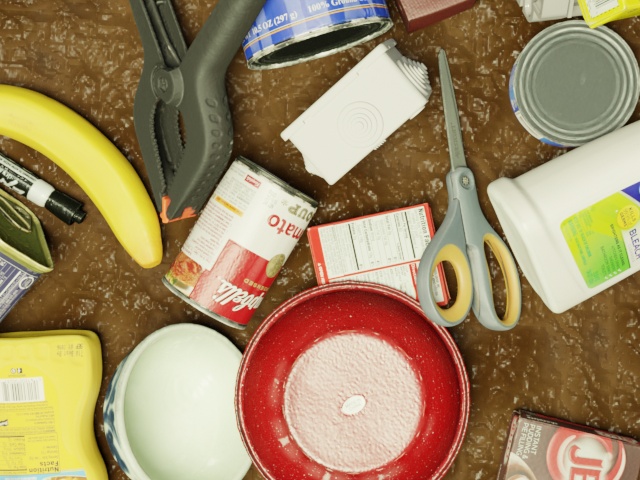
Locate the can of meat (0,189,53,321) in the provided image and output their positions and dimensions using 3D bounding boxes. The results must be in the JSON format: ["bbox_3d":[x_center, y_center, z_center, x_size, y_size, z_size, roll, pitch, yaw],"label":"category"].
[{"bbox_3d":[-0.237,0.018,0.734,0.084,0.102,0.057,-48,124,6],"label":"can of meat"}]

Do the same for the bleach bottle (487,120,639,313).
[{"bbox_3d":[0.244,-0.051,0.715,0.251,0.068,0.102,-29,124,2],"label":"bleach bottle"}]

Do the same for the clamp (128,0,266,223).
[{"bbox_3d":[-0.085,-0.110,0.712,0.165,0.036,0.210,20,116,44],"label":"clamp"}]

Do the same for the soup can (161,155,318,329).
[{"bbox_3d":[-0.055,0.001,0.739,0.068,0.068,0.102,32,93,1],"label":"soup can"}]

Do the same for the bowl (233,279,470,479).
[{"bbox_3d":[0.021,0.105,0.702,0.162,0.055,0.162,0,83,1],"label":"bowl"}]

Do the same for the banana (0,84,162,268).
[{"bbox_3d":[-0.184,-0.057,0.756,0.198,0.037,0.069,31,83,0],"label":"banana"}]

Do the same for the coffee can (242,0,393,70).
[{"bbox_3d":[-0.020,-0.197,0.713,0.103,0.103,0.140,-16,91,3],"label":"coffee can"}]

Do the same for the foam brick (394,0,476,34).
[{"bbox_3d":[0.069,-0.189,0.734,0.051,0.053,0.078,-22,90,3],"label":"foam brick"}]

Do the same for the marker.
[{"bbox_3d":[-0.222,-0.047,0.770,0.121,0.020,0.020,32,93,1],"label":"marker"}]

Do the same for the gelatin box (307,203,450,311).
[{"bbox_3d":[0.041,0.017,0.755,0.089,0.030,0.073,-12,90,3],"label":"gelatin box"}]

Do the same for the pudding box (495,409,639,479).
[{"bbox_3d":[0.168,0.184,0.750,0.090,0.039,0.113,13,93,2],"label":"pudding box"}]

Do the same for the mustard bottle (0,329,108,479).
[{"bbox_3d":[-0.200,0.161,0.757,0.096,0.058,0.191,-3,92,4],"label":"mustard bottle"}]

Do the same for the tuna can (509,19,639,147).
[{"bbox_3d":[0.175,-0.107,0.741,0.086,0.033,0.086,0,92,3],"label":"tuna can"}]

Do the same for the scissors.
[{"bbox_3d":[0.086,-0.028,0.736,0.096,0.016,0.202,-22,93,-36],"label":"scissors"}]
